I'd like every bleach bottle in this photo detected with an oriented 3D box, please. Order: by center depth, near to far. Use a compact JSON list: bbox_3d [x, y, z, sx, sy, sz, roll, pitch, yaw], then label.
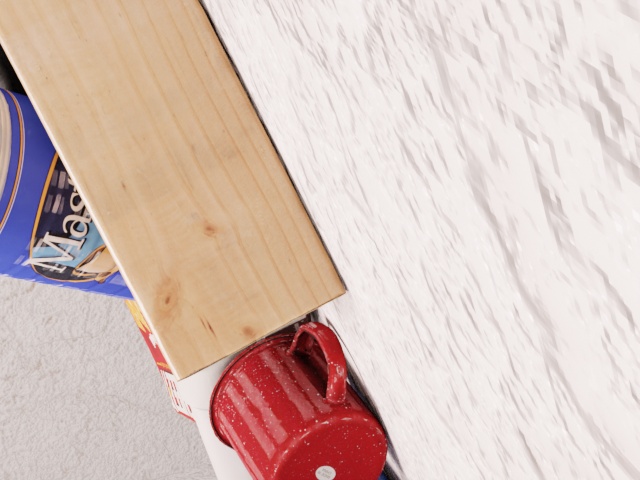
[{"bbox_3d":[-0.064,0.101,0.766,0.251,0.068,0.102,79,-176,-57],"label":"bleach bottle"}]

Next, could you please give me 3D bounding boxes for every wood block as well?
[{"bbox_3d":[-0.078,-0.047,0.525,0.206,0.090,0.091,63,173,-3],"label":"wood block"}]

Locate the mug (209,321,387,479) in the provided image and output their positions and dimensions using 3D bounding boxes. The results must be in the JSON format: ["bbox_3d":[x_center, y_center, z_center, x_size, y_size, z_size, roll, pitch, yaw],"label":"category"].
[{"bbox_3d":[-0.008,0.106,0.651,0.082,0.093,0.117,47,126,51],"label":"mug"}]

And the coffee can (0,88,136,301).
[{"bbox_3d":[-0.146,-0.023,0.616,0.140,0.103,0.103,15,-149,-41],"label":"coffee can"}]
